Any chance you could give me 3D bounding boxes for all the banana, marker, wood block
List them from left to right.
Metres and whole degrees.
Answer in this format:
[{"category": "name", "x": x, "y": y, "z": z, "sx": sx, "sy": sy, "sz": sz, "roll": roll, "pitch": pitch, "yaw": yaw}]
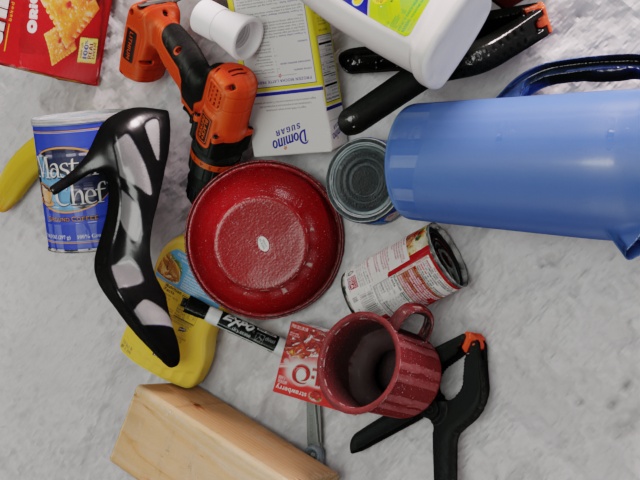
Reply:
[{"category": "banana", "x": -0.308, "y": -0.094, "z": 1.223, "sx": 0.198, "sy": 0.037, "sz": 0.069, "roll": -20, "pitch": 80, "yaw": 25}, {"category": "wood block", "x": -0.097, "y": 0.227, "z": 1.066, "sx": 0.206, "sy": 0.090, "sz": 0.090, "roll": 26, "pitch": 99, "yaw": 32}, {"category": "marker", "x": -0.086, "y": 0.087, "z": 1.083, "sx": 0.121, "sy": 0.020, "sz": 0.020, "roll": 25, "pitch": 101, "yaw": -6}]

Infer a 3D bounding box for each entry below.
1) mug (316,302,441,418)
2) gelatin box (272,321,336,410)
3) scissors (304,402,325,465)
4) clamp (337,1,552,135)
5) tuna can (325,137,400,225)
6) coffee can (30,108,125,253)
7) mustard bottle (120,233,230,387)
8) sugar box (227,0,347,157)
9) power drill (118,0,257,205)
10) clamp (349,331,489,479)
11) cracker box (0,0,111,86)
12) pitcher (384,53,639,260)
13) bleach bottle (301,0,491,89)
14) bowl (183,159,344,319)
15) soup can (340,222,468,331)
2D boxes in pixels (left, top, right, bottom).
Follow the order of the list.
[{"category": "mug", "x": 0.063, "y": 0.108, "z": 0.976, "sx": 0.093, "sy": 0.081, "sz": 0.117, "roll": 37, "pitch": 100, "yaw": 41}, {"category": "gelatin box", "x": 0.005, "y": 0.126, "z": 1.053, "sx": 0.089, "sy": 0.030, "sz": 0.073, "roll": 15, "pitch": 90, "yaw": 18}, {"category": "scissors", "x": -0.020, "y": 0.228, "z": 1.080, "sx": 0.096, "sy": 0.016, "sz": 0.202, "roll": -20, "pitch": 79, "yaw": 25}, {"category": "clamp", "x": 0.106, "y": -0.162, "z": 0.974, "sx": 0.210, "sy": 0.164, "sz": 0.036, "roll": -15, "pitch": 121, "yaw": 18}, {"category": "tuna can", "x": 0.049, "y": -0.058, "z": 1.044, "sx": 0.086, "sy": 0.033, "sz": 0.086, "roll": -1, "pitch": 88, "yaw": 27}, {"category": "coffee can", "x": -0.248, "y": -0.065, "z": 1.139, "sx": 0.103, "sy": 0.102, "sz": 0.140, "roll": 1, "pitch": 103, "yaw": 27}, {"category": "mustard bottle", "x": -0.132, "y": 0.050, "z": 1.117, "sx": 0.096, "sy": 0.058, "sz": 0.192, "roll": 28, "pitch": 101, "yaw": 15}, {"category": "sugar box", "x": -0.033, "y": -0.174, "z": 1.057, "sx": 0.093, "sy": 0.048, "sz": 0.176, "roll": -1, "pitch": 108, "yaw": 28}, {"category": "power drill", "x": -0.140, "y": -0.147, "z": 1.108, "sx": 0.188, "sy": 0.057, "sz": 0.185, "roll": 50, "pitch": 139, "yaw": 26}, {"category": "clamp", "x": 0.113, "y": 0.169, "z": 1.001, "sx": 0.120, "sy": 0.039, "sz": 0.171, "roll": 40, "pitch": 105, "yaw": 21}, {"category": "cracker box", "x": -0.311, "y": -0.263, "z": 1.131, "sx": 0.072, "sy": 0.213, "sz": 0.164, "roll": 13, "pitch": 94, "yaw": 26}, {"category": "pitcher", "x": 0.186, "y": -0.076, "z": 0.932, "sx": 0.243, "sy": 0.149, "sz": 0.145, "roll": 4, "pitch": 113, "yaw": 30}, {"category": "bleach bottle", "x": 0.022, "y": -0.231, "z": 0.948, "sx": 0.251, "sy": 0.068, "sz": 0.102, "roll": 31, "pitch": 86, "yaw": 26}, {"category": "bowl", "x": -0.057, "y": 0.001, "z": 1.049, "sx": 0.162, "sy": 0.055, "sz": 0.162, "roll": 0, "pitch": 94, "yaw": 1}, {"category": "soup can", "x": 0.079, "y": 0.036, "z": 1.007, "sx": 0.102, "sy": 0.068, "sz": 0.068, "roll": -30, "pitch": 75, "yaw": 23}]
